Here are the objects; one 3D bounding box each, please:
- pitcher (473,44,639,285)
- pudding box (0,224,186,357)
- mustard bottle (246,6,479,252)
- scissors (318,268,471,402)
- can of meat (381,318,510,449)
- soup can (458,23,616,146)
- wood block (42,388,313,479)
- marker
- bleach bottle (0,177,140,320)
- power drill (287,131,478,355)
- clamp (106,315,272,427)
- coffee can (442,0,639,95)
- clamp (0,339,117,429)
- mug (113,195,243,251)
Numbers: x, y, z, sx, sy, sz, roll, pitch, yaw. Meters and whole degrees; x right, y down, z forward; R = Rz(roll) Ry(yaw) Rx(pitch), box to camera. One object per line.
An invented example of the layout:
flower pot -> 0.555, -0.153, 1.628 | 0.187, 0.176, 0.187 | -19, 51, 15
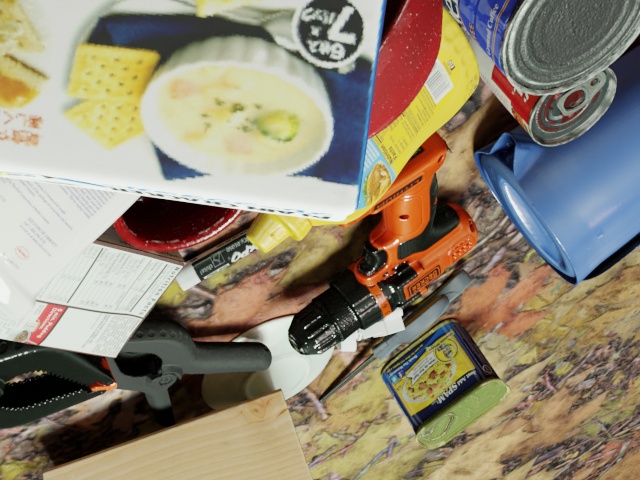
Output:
pitcher -> 0.259, -0.079, 0.857 | 0.243, 0.145, 0.149 | -36, 176, 1
pudding box -> -0.154, 0.025, 0.670 | 0.113, 0.039, 0.090 | 17, 118, -47
mustard bottle -> 0.020, -0.069, 0.700 | 0.191, 0.058, 0.096 | -49, 137, -9
scissors -> 0.060, 0.099, 0.981 | 0.202, 0.016, 0.096 | -44, 178, 15
can of meat -> 0.120, 0.139, 1.047 | 0.102, 0.084, 0.057 | -38, 144, 9
soup can -> 0.147, -0.124, 0.740 | 0.068, 0.102, 0.068 | -20, 143, -16
wood block -> -0.117, 0.205, 0.905 | 0.206, 0.091, 0.090 | -19, 167, -8
marker -> -0.055, 0.001, 0.809 | 0.121, 0.020, 0.020 | -29, 144, -4
bleach bottle -> -0.099, -0.076, 0.566 | 0.250, 0.068, 0.102 | -41, 126, -6
power drill -> 0.039, -0.002, 0.827 | 0.184, 0.057, 0.187 | -37, 151, -12
clamp -> -0.117, 0.095, 0.858 | 0.120, 0.039, 0.171 | -33, 147, 5
coffee can -> 0.115, -0.169, 0.630 | 0.102, 0.140, 0.103 | -20, 143, -16
clamp -> -0.229, 0.085, 0.700 | 0.209, 0.036, 0.165 | -3, 137, -35
mug -> -0.089, -0.051, 0.669 | 0.093, 0.081, 0.117 | -47, 142, 19
